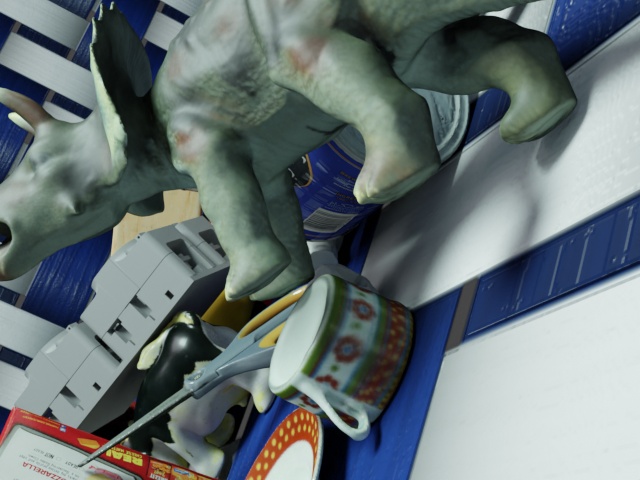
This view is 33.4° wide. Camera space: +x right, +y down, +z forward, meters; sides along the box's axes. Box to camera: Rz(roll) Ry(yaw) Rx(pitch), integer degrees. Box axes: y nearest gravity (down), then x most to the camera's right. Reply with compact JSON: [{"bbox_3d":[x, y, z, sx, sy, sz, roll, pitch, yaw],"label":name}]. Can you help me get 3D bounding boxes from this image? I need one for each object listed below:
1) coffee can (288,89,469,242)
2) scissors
[{"bbox_3d":[0.017,-0.068,0.685,0.140,0.102,0.102,-38,29,62],"label":"coffee can"},{"bbox_3d":[-0.065,0.092,0.705,0.201,0.016,0.096,-39,18,-25],"label":"scissors"}]
